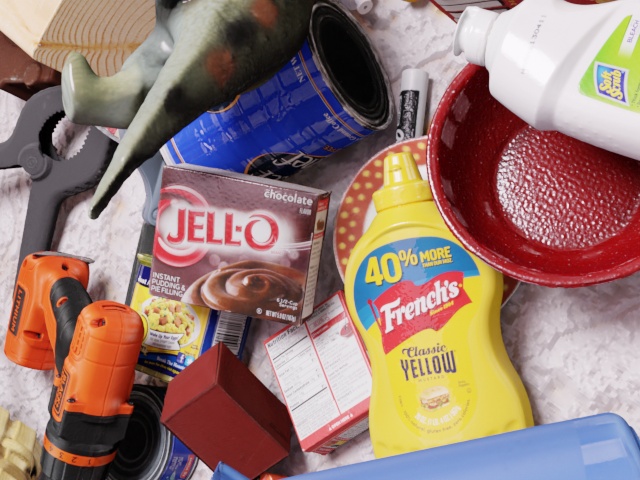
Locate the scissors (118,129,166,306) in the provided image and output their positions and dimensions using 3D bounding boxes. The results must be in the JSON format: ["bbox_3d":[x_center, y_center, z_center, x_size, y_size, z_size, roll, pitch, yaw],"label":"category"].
[{"bbox_3d":[-0.140,-0.035,0.827,0.016,0.096,0.202,30,93,47],"label":"scissors"}]

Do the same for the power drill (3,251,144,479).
[{"bbox_3d":[-0.192,0.104,0.807,0.188,0.057,0.184,42,117,54],"label":"power drill"}]

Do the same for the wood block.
[{"bbox_3d":[-0.215,-0.202,0.842,0.206,0.090,0.090,39,101,40],"label":"wood block"}]

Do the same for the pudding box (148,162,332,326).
[{"bbox_3d":[-0.055,0.001,0.714,0.113,0.039,0.090,10,102,12],"label":"pudding box"}]

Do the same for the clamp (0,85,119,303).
[{"bbox_3d":[-0.237,-0.055,0.918,0.210,0.036,0.164,-35,84,13],"label":"clamp"}]

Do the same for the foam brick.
[{"bbox_3d":[-0.063,0.120,0.726,0.051,0.078,0.053,-36,21,16],"label":"foam brick"}]

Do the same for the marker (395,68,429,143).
[{"bbox_3d":[0.059,-0.057,0.731,0.020,0.020,0.121,0,78,35],"label":"marker"}]

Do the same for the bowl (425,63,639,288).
[{"bbox_3d":[0.145,-0.044,0.626,0.162,0.055,0.162,-4,72,12],"label":"bowl"}]

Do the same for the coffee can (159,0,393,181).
[{"bbox_3d":[-0.034,-0.095,0.755,0.140,0.102,0.103,-25,65,28],"label":"coffee can"}]

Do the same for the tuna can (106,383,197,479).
[{"bbox_3d":[-0.133,0.152,0.806,0.086,0.033,0.086,-10,73,33],"label":"tuna can"}]

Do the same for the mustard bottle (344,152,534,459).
[{"bbox_3d":[0.066,0.041,0.652,0.096,0.058,0.191,-13,83,20],"label":"mustard bottle"}]

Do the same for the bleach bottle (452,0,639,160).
[{"bbox_3d":[0.195,-0.088,0.565,0.251,0.068,0.102,19,79,20],"label":"bleach bottle"}]

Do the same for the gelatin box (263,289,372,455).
[{"bbox_3d":[0.008,0.089,0.724,0.073,0.030,0.089,-37,57,23],"label":"gelatin box"}]

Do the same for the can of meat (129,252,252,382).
[{"bbox_3d":[-0.099,0.062,0.791,0.102,0.057,0.084,13,89,38],"label":"can of meat"}]
